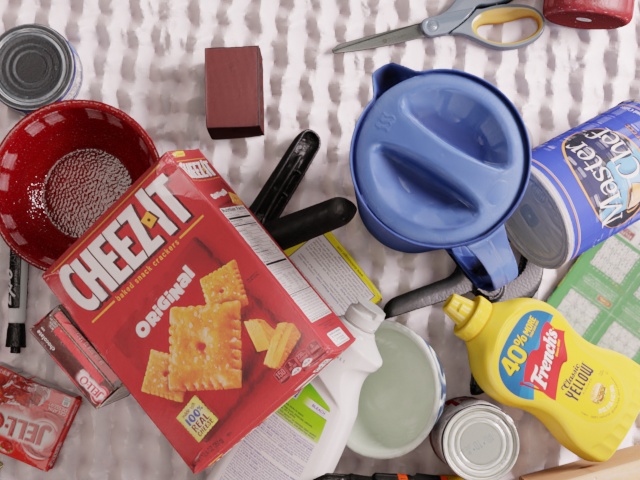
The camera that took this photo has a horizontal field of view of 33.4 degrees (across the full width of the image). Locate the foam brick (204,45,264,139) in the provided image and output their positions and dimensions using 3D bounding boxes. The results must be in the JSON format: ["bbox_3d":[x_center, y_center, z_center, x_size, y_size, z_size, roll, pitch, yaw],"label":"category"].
[{"bbox_3d":[-0.079,-0.137,0.993,0.051,0.053,0.078,-2,86,0],"label":"foam brick"}]

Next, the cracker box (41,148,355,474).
[{"bbox_3d":[-0.103,0.056,0.882,0.164,0.072,0.214,-42,82,17],"label":"cracker box"}]

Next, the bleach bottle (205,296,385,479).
[{"bbox_3d":[-0.015,0.165,0.927,0.102,0.068,0.251,34,102,12],"label":"bleach bottle"}]

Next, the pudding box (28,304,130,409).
[{"bbox_3d":[-0.200,0.100,0.944,0.039,0.113,0.090,-41,85,3],"label":"pudding box"}]

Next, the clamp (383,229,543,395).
[{"bbox_3d":[0.140,0.042,0.980,0.120,0.039,0.171,33,80,-9],"label":"clamp"}]

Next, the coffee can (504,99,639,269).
[{"bbox_3d":[0.236,-0.050,0.939,0.140,0.103,0.103,-27,85,-19],"label":"coffee can"}]

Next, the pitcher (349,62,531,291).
[{"bbox_3d":[0.092,-0.041,0.887,0.145,0.243,0.149,13,85,2],"label":"pitcher"}]

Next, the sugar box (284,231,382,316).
[{"bbox_3d":[-0.038,0.073,0.979,0.176,0.048,0.093,-39,86,1],"label":"sugar box"}]

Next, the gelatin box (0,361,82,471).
[{"bbox_3d":[-0.274,0.162,0.981,0.089,0.030,0.073,23,86,3],"label":"gelatin box"}]

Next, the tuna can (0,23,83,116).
[{"bbox_3d":[-0.270,-0.160,1.007,0.086,0.034,0.086,0,85,1],"label":"tuna can"}]

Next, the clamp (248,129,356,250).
[{"bbox_3d":[-0.056,0.001,0.947,0.210,0.165,0.036,-45,117,5],"label":"clamp"}]

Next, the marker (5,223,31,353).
[{"bbox_3d":[-0.282,0.045,0.997,0.020,0.020,0.121,1,85,1],"label":"marker"}]

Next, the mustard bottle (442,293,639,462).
[{"bbox_3d":[0.189,0.106,0.937,0.191,0.058,0.096,34,76,-6],"label":"mustard bottle"}]

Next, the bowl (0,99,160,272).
[{"bbox_3d":[-0.220,-0.046,0.986,0.162,0.055,0.162,0,85,1],"label":"bowl"}]

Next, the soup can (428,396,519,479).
[{"bbox_3d":[0.134,0.174,0.939,0.068,0.102,0.068,0,85,0],"label":"soup can"}]

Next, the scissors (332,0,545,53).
[{"bbox_3d":[0.113,-0.222,1.017,0.201,0.016,0.096,2,83,1],"label":"scissors"}]

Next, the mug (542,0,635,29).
[{"bbox_3d":[0.248,-0.242,0.969,0.093,0.117,0.081,7,90,8],"label":"mug"}]
